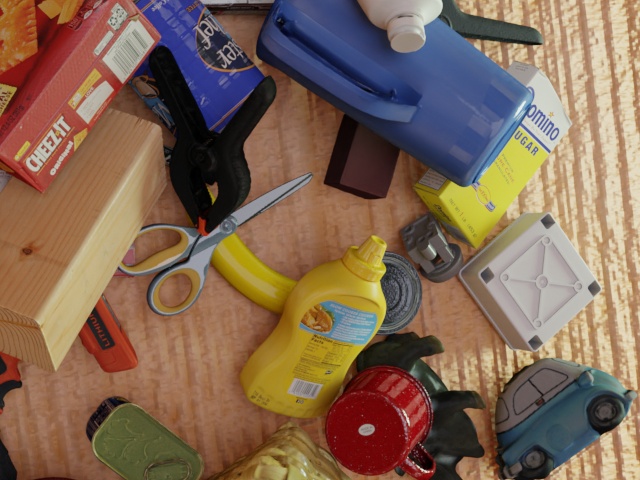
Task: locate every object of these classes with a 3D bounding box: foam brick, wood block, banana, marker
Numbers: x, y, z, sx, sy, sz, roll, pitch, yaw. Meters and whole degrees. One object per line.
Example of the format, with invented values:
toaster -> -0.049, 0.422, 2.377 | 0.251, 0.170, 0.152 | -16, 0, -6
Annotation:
foam brick -> 0.044, -0.084, 1.062 | 0.053, 0.051, 0.078 | 19, 84, -18
wood block -> -0.215, -0.010, 0.888 | 0.091, 0.090, 0.206 | 20, 58, 10
banana -> -0.064, 0.019, 1.032 | 0.197, 0.037, 0.069 | 35, 86, -10
marker -> -0.150, -0.082, 1.016 | 0.121, 0.020, 0.020 | 23, 83, -17

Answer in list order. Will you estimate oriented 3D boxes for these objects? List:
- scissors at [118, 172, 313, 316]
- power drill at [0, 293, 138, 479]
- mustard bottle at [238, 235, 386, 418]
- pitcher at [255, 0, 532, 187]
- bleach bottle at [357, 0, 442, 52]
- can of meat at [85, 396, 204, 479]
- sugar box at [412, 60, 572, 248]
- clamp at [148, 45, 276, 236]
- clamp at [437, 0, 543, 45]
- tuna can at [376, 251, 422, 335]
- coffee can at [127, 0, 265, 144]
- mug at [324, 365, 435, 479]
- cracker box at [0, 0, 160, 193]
scissors -> -0.091, 0.007, 0.998 | 0.201, 0.016, 0.096 | -16, 99, -13
power drill -> -0.261, 0.120, 0.947 | 0.187, 0.057, 0.184 | -27, 105, -8
mustard bottle -> 0.007, 0.077, 1.001 | 0.096, 0.058, 0.192 | 19, 114, -31
pitcher -> 0.065, -0.154, 0.980 | 0.243, 0.145, 0.149 | 37, 77, 8
bleach bottle -> 0.072, -0.275, 0.947 | 0.102, 0.068, 0.251 | 4, 62, -16
can of meat -> -0.164, 0.189, 0.976 | 0.102, 0.084, 0.057 | 41, 78, -14
sugar box -> 0.180, -0.088, 1.095 | 0.176, 0.048, 0.093 | -50, 130, -9
clamp -> -0.104, -0.087, 0.930 | 0.120, 0.172, 0.039 | 30, 36, 21
clamp -> 0.125, -0.220, 1.097 | 0.164, 0.036, 0.210 | -44, 103, -14
tuna can -> 0.059, 0.053, 1.075 | 0.086, 0.034, 0.086 | 0, 90, -18
coffee can -> -0.125, -0.160, 0.981 | 0.102, 0.103, 0.140 | -44, 102, -14
mug -> 0.060, 0.179, 0.995 | 0.093, 0.081, 0.117 | -45, 82, 15
cracker box -> -0.263, -0.154, 0.883 | 0.164, 0.214, 0.072 | -56, 147, -12
